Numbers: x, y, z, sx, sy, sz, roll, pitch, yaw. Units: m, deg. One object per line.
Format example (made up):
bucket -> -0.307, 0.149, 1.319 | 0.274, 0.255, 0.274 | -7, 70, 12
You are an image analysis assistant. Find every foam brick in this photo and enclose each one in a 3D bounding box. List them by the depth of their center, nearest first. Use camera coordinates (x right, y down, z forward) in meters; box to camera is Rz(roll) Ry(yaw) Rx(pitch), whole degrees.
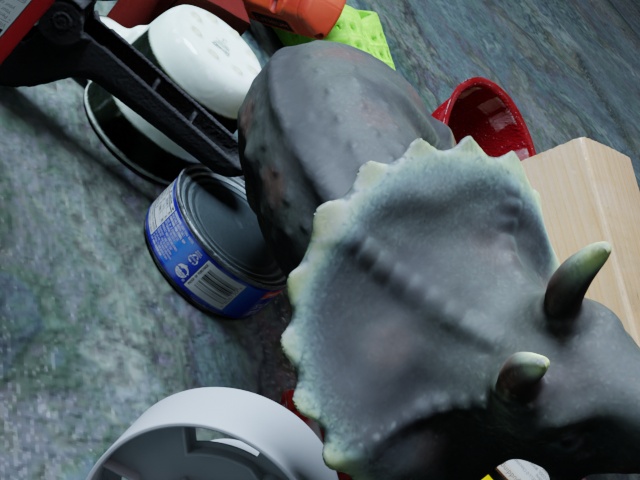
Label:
foam brick -> -0.092, -0.136, 0.668 | 0.052, 0.078, 0.051 | 21, 39, -41

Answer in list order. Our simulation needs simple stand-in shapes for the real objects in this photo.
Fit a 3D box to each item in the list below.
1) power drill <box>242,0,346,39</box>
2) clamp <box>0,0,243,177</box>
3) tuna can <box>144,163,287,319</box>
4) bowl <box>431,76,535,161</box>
power drill -> -0.064, -0.206, 0.759 | 0.185, 0.057, 0.187 | 30, 6, 41
clamp -> -0.119, -0.124, 0.531 | 0.210, 0.165, 0.036 | 14, 33, -6
tuna can -> -0.054, 0.001, 0.586 | 0.086, 0.034, 0.086 | 36, 28, -23
bowl -> 0.115, -0.043, 0.837 | 0.161, 0.055, 0.162 | 14, 72, -51
